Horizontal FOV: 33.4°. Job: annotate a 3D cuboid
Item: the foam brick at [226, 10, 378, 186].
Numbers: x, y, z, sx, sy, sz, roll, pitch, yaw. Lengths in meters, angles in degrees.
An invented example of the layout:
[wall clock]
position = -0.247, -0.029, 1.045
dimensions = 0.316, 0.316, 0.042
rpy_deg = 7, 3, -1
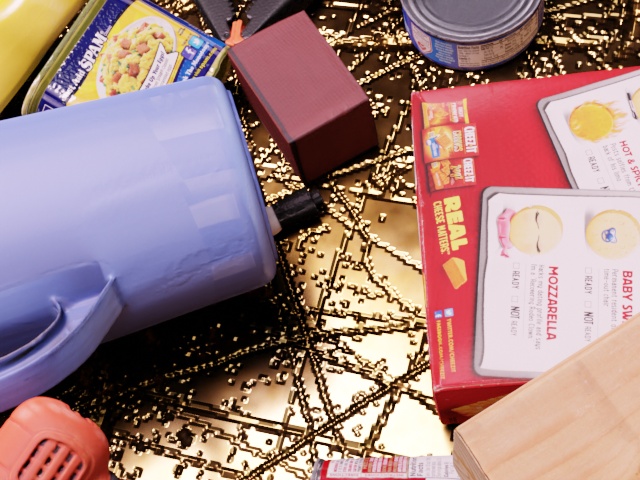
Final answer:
[foam brick]
position = -0.010, -0.082, 0.616
dimensions = 0.051, 0.053, 0.078
rpy_deg = -31, 64, -5

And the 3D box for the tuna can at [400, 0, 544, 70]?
[tuna can]
position = 0.091, -0.145, 0.638
dimensions = 0.086, 0.033, 0.086
rpy_deg = -4, 64, 9

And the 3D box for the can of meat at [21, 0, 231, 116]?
[can of meat]
position = -0.110, -0.090, 0.625
dimensions = 0.084, 0.057, 0.102
rpy_deg = 29, 72, -1

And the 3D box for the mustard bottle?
[mustard bottle]
position = -0.187, -0.124, 0.620
dimensions = 0.191, 0.058, 0.096
rpy_deg = -53, 33, -6

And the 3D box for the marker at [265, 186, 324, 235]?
[marker]
position = -0.054, 0.001, 0.603
dimensions = 0.121, 0.020, 0.020
rpy_deg = -26, 62, -2

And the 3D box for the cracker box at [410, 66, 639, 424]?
[cracker box]
position = 0.157, -0.001, 0.533
dimensions = 0.214, 0.072, 0.164
rpy_deg = -5, 65, 7

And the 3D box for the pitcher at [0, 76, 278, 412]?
[pitcher]
position = -0.146, 0.009, 0.514
dimensions = 0.242, 0.145, 0.149
rpy_deg = -16, 84, -3

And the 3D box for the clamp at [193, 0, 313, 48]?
[clamp]
position = -0.027, -0.207, 0.690
dimensions = 0.164, 0.036, 0.210
rpy_deg = -4, 64, 9
